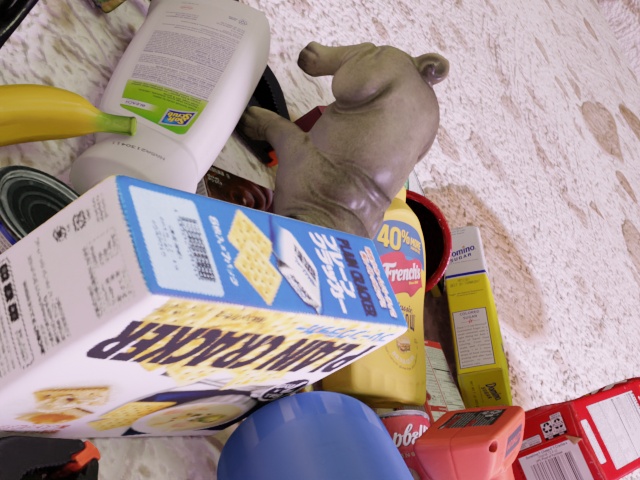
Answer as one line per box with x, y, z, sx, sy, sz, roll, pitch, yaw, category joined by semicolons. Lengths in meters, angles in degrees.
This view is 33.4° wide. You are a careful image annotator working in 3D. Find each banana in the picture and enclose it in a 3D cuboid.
-0.190;-0.063;0.593;0.197;0.070;0.037;-26;120;-55;banana

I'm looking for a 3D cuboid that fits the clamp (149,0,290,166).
-0.077;-0.164;0.914;0.210;0.036;0.164;59;26;-5;clamp

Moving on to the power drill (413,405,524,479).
0.101;0.205;0.657;0.184;0.057;0.187;-14;97;-70;power drill

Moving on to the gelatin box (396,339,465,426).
0.088;0.127;0.901;0.073;0.030;0.089;17;48;-54;gelatin box

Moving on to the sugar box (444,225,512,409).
0.145;0.079;0.998;0.093;0.048;0.176;70;15;-45;sugar box

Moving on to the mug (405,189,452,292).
0.066;0.013;0.920;0.081;0.093;0.117;-22;120;-81;mug

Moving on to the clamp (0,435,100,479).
-0.155;0.132;0.475;0.120;0.039;0.171;56;20;-16;clamp

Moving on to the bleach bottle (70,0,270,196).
-0.112;-0.088;0.734;0.102;0.068;0.250;13;39;7;bleach bottle

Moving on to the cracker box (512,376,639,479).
0.173;0.173;0.849;0.213;0.164;0.072;2;63;-59;cracker box

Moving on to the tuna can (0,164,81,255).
-0.156;-0.001;0.594;0.086;0.034;0.086;39;21;-19;tuna can

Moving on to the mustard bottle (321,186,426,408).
0.045;0.030;0.830;0.096;0.058;0.191;19;67;-45;mustard bottle

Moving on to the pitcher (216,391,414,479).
0.015;0.202;0.560;0.145;0.149;0.243;54;6;-35;pitcher
